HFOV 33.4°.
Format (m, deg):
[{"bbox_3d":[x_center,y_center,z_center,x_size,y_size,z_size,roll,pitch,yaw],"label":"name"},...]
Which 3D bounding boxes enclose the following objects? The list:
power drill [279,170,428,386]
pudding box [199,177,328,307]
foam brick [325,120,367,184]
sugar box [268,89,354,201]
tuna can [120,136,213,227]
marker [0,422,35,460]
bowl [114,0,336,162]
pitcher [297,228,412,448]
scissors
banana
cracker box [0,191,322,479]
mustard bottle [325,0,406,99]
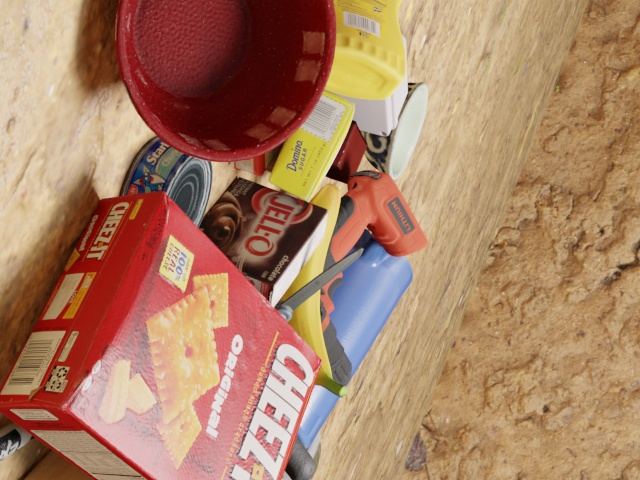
[{"bbox_3d":[0.024,0.033,1.076,0.187,0.057,0.184,-43,117,-26],"label":"power drill"},{"bbox_3d":[-0.056,0.001,0.923,0.039,0.090,0.113,95,21,-44],"label":"pudding box"},{"bbox_3d":[0.011,-0.097,1.116,0.078,0.053,0.051,45,65,-72],"label":"foam brick"},{"bbox_3d":[-0.007,-0.088,0.982,0.093,0.048,0.176,-63,-176,4],"label":"sugar box"},{"bbox_3d":[-0.113,-0.032,0.787,0.086,0.034,0.086,20,90,-75],"label":"tuna can"},{"bbox_3d":[-0.208,0.133,0.680,0.121,0.020,0.020,-30,137,-68],"label":"marker"},{"bbox_3d":[-0.069,-0.134,0.691,0.161,0.055,0.162,-11,109,-34],"label":"bowl"},{"bbox_3d":[-0.009,0.107,1.179,0.242,0.145,0.149,-59,142,-27],"label":"pitcher"},{"bbox_3d":[-0.033,0.080,0.951,0.096,0.202,0.016,56,13,-38],"label":"scissors"},{"bbox_3d":[-0.007,0.048,0.986,0.037,0.070,0.198,18,66,-61],"label":"banana"},{"bbox_3d":[-0.097,0.096,0.733,0.213,0.072,0.164,50,49,-38],"label":"cracker box"},{"bbox_3d":[0.026,-0.215,0.917,0.058,0.096,0.191,130,-31,-53],"label":"mustard bottle"}]
